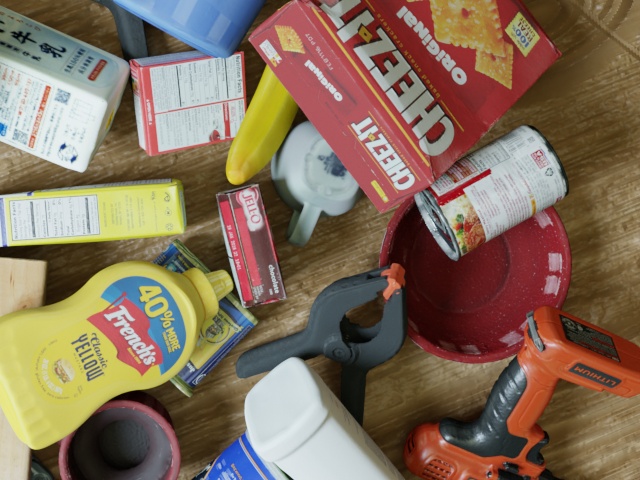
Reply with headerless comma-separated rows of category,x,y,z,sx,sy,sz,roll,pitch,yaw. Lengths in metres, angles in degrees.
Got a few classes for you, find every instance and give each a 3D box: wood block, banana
wood block,-0.265,0.116,0.826,0.090,0.091,0.206,5,87,-12
banana,-0.033,-0.130,0.858,0.037,0.069,0.198,17,80,15

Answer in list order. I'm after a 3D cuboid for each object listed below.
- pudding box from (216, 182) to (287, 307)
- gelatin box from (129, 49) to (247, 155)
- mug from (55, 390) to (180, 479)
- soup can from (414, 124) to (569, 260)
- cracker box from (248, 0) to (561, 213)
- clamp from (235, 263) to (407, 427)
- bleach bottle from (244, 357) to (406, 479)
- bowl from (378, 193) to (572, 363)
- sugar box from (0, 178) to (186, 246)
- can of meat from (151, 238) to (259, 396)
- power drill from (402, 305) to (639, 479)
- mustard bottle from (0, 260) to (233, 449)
pudding box,-0.056,0.001,0.845,0.039,0.113,0.090,-13,95,-6
gelatin box,-0.103,-0.113,0.854,0.089,0.030,0.073,-14,117,-23
mug,-0.170,0.163,0.857,0.117,0.081,0.093,16,91,-7
soup can,0.132,-0.038,0.829,0.102,0.068,0.068,-29,96,-5
cracker box,0.074,-0.149,0.820,0.164,0.072,0.213,52,51,-7
clamp,0.023,0.092,0.868,0.120,0.039,0.172,37,122,-16
bleach bottle,0.045,0.206,0.856,0.068,0.102,0.250,-41,112,4
bowl,0.124,0.019,0.894,0.162,0.055,0.162,0,93,-6
sugar box,-0.195,-0.020,0.839,0.176,0.093,0.048,-7,94,-5
can of meat,-0.113,0.061,0.871,0.084,0.057,0.102,-45,96,-4
power drill,0.186,0.155,0.874,0.184,0.057,0.188,24,117,-16
mustard bottle,-0.149,0.069,0.793,0.191,0.058,0.096,-27,102,-26
